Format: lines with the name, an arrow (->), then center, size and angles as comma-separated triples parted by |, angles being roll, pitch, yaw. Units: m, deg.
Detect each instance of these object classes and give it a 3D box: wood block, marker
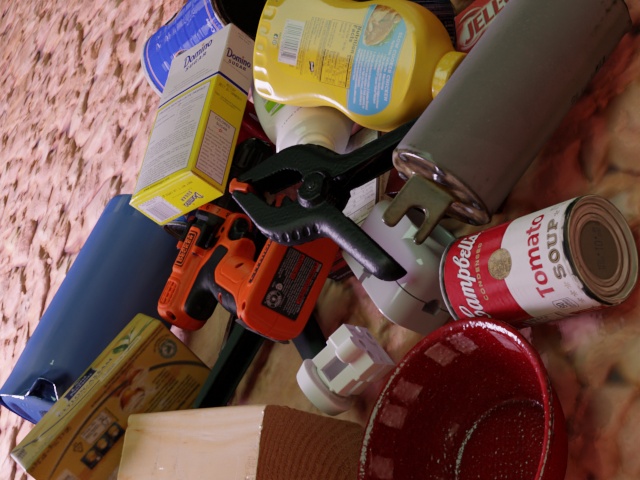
wood block -> -0.068, 0.179, 0.815 | 0.207, 0.090, 0.090 | -15, 62, 53
marker -> -0.073, 0.066, 0.980 | 0.020, 0.020, 0.121 | -13, 58, 54

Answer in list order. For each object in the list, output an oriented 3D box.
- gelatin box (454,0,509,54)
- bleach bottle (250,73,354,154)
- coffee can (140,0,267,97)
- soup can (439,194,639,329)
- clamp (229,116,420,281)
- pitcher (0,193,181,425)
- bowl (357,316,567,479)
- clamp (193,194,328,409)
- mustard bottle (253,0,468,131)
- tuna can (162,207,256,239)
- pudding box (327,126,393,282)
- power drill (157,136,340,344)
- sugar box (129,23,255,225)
gelatin box -> 0.141, -0.161, 0.801 | 0.089, 0.030, 0.073 | -35, 41, 40
bleach bottle -> -0.018, -0.120, 0.938 | 0.103, 0.068, 0.251 | -46, 25, 21
coffee can -> -0.118, -0.219, 1.173 | 0.141, 0.102, 0.103 | -32, 44, 43
soup can -> 0.132, 0.017, 0.650 | 0.102, 0.068, 0.068 | -22, 51, 49
clamp -> 0.006, -0.024, 0.763 | 0.172, 0.039, 0.120 | -8, 56, 35
pitcher -> -0.210, 0.084, 1.072 | 0.149, 0.144, 0.242 | -9, 51, 51
bowl -> 0.094, 0.130, 0.640 | 0.162, 0.055, 0.162 | -37, 41, 39
clamp -> -0.032, 0.050, 0.910 | 0.165, 0.036, 0.210 | -18, 50, 45
mustard bottle -> 0.040, -0.132, 0.790 | 0.192, 0.058, 0.096 | 20, 102, 34
tuna can -> -0.105, -0.014, 1.022 | 0.086, 0.086, 0.033 | -3, 65, 57
pudding box -> 0.032, -0.034, 0.870 | 0.090, 0.039, 0.113 | -31, 46, 44
power drill -> -0.056, 0.001, 0.893 | 0.188, 0.057, 0.184 | 13, 79, 61
sugar box -> -0.113, -0.107, 0.976 | 0.094, 0.048, 0.176 | -21, 43, 40
